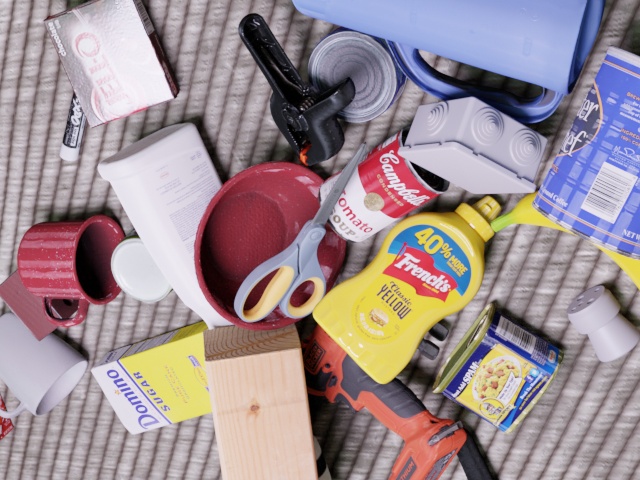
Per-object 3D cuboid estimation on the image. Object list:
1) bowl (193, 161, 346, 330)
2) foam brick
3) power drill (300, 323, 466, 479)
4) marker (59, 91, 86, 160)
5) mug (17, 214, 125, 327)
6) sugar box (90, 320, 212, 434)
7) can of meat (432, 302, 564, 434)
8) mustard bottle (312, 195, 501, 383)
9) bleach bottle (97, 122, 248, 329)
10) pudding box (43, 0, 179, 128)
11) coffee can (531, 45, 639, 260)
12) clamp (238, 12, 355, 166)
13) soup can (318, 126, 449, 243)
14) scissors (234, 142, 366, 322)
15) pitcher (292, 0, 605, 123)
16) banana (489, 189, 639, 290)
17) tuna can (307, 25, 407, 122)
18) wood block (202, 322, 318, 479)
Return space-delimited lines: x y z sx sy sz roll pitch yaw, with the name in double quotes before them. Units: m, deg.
"bowl" -0.057 0.001 1.011 0.055 0.161 0.162 21 129 56
"foam brick" -0.305 0.060 1.168 0.051 0.053 0.078 -35 99 31
"power drill" 0.042 0.170 1.050 0.188 0.057 0.185 46 133 23
"marker" -0.242 -0.135 1.070 0.020 0.020 0.121 25 121 8
"mug" -0.260 0.032 1.110 0.082 0.093 0.117 0 80 27
"sugar box" -0.156 0.147 1.156 0.176 0.048 0.093 -22 105 27
"can of meat" 0.169 0.123 1.012 0.084 0.057 0.102 32 122 2
"mustard bottle" 0.090 0.032 0.964 0.191 0.058 0.096 -45 83 -1
"bleach bottle" -0.118 0.017 1.048 0.068 0.102 0.251 2 120 54
"pudding box" -0.196 -0.173 1.011 0.090 0.039 0.113 -18 106 10
"coffee can" 0.244 -0.069 0.844 0.103 0.102 0.140 26 105 8
"clamp" -0.008 -0.114 0.922 0.120 0.039 0.171 42 167 31
"soup can" 0.056 -0.049 0.967 0.102 0.068 0.068 -32 100 31
"scissors" 0.002 0.003 0.959 0.202 0.096 0.016 -48 47 16
"pitcher" 0.102 -0.198 0.847 0.243 0.145 0.149 17 84 16
"banana" 0.250 0.007 0.934 0.198 0.037 0.070 31 115 4
"tuna can" 0.032 -0.149 0.949 0.086 0.033 0.086 9 117 17
"wood block" -0.054 0.191 1.027 0.090 0.090 0.206 -8 105 -5
